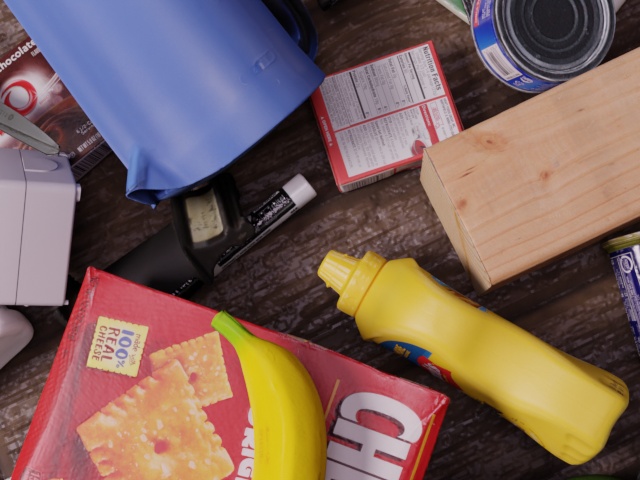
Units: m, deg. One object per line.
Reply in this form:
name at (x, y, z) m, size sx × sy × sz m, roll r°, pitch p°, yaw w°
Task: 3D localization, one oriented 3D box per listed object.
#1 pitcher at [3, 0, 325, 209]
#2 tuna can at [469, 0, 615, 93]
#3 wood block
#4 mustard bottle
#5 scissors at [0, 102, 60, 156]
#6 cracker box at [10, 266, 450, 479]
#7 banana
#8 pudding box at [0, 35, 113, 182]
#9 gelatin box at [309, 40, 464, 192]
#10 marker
pitcher at (-0.112, -0.154, 0.635) m, size 0.145 × 0.149 × 0.243 m, roll -36°, pitch 101°, yaw 8°
tuna can at (0.139, -0.137, 0.665) m, size 0.086 × 0.034 × 0.086 m, roll 1°, pitch 88°, yaw -16°
wood block at (0.174, -0.051, 0.651) m, size 0.206 × 0.091 × 0.090 m, roll -25°, pitch 82°, yaw 0°
mustard bottle at (0.084, 0.061, 0.639) m, size 0.192 × 0.096 × 0.058 m, roll 31°, pitch 86°, yaw 7°
scissors at (-0.240, -0.081, 0.678) m, size 0.096 × 0.016 × 0.202 m, roll -42°, pitch 53°, yaw 0°
cracker box at (-0.055, 0.127, 0.596) m, size 0.214 × 0.072 × 0.164 m, roll 19°, pitch 84°, yaw 6°
banana at (-0.034, 0.138, 0.541) m, size 0.070 × 0.037 × 0.198 m, roll 6°, pitch 81°, yaw 21°
pudding box at (-0.201, -0.067, 0.706) m, size 0.113 × 0.039 × 0.090 m, roll -38°, pitch 82°, yaw -1°
gelatin box at (0.043, -0.080, 0.695) m, size 0.089 × 0.030 × 0.073 m, roll -18°, pitch 80°, yaw 2°
marker at (-0.055, 0.001, 0.696) m, size 0.121 × 0.020 × 0.020 m, roll -39°, pitch 82°, yaw -1°
